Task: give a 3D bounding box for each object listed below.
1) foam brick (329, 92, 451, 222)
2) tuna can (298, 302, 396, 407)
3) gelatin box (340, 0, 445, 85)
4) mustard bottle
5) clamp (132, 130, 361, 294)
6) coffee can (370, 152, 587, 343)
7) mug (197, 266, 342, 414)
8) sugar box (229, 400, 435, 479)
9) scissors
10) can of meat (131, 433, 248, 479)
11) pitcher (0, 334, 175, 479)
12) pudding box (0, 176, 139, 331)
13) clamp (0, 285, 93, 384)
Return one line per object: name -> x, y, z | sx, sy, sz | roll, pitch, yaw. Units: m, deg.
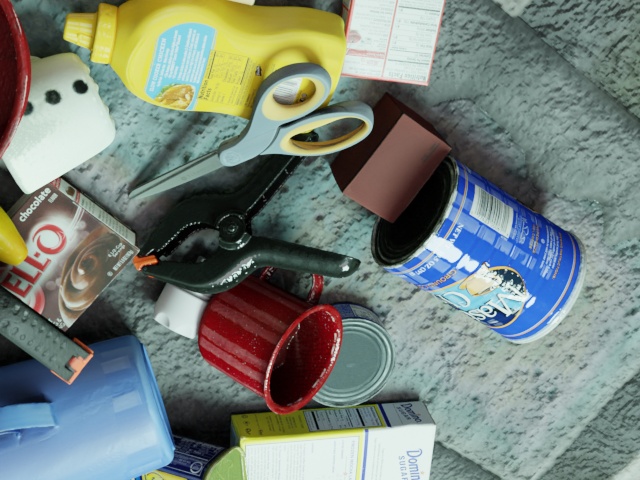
foam brick -> 0.053, -0.064, 0.830 | 0.053, 0.051, 0.078 | 32, 104, -25
tuna can -> 0.019, 0.096, 0.907 | 0.086, 0.034, 0.086 | -5, 115, -11
gelatin box -> 0.051, -0.164, 0.795 | 0.073, 0.030, 0.089 | 3, 114, -16
mustard bottle -> -0.085, -0.133, 0.757 | 0.191, 0.058, 0.096 | 8, 141, -16
clamp -> -0.055, 0.001, 0.815 | 0.171, 0.120, 0.039 | -28, 158, 5
coffee can -> 0.126, 0.007, 0.851 | 0.140, 0.103, 0.103 | 30, 105, -23
mug -> -0.038, 0.066, 0.840 | 0.093, 0.082, 0.117 | 12, 101, -58
sugar box -> 0.009, 0.195, 0.944 | 0.176, 0.048, 0.093 | -3, 117, -15
scissors -> -0.063, -0.078, 0.770 | 0.202, 0.016, 0.096 | -11, 142, 11
can of meat -> -0.109, 0.216, 0.898 | 0.084, 0.057, 0.102 | 8, 115, 29
pitcher -> -0.241, 0.155, 0.816 | 0.242, 0.149, 0.145 | -17, 117, -8
pudding box -> -0.208, 0.014, 0.813 | 0.090, 0.039, 0.113 | 39, 100, -24
clamp -> -0.244, 0.026, 0.721 | 0.210, 0.165, 0.036 | 39, 79, -11
